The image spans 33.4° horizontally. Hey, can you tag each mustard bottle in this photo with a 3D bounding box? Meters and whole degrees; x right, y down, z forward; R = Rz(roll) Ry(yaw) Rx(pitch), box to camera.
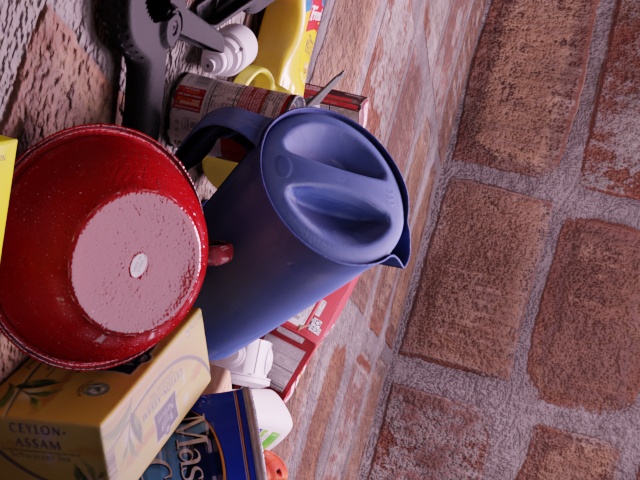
[{"bbox_3d":[-0.026,-0.230,1.071,0.096,0.058,0.191,29,75,-79],"label":"mustard bottle"}]

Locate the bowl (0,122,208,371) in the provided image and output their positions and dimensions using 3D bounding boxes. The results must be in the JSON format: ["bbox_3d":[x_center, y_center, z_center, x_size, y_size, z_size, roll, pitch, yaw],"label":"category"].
[{"bbox_3d":[-0.128,0.009,0.668,0.161,0.055,0.162,-9,104,-37],"label":"bowl"}]

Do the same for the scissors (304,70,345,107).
[{"bbox_3d":[-0.030,-0.123,1.041,0.202,0.096,0.016,117,-45,-82],"label":"scissors"}]

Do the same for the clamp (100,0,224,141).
[{"bbox_3d":[-0.123,-0.145,0.767,0.210,0.036,0.164,77,28,-61],"label":"clamp"}]

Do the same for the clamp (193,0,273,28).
[{"bbox_3d":[-0.043,-0.238,0.933,0.120,0.039,0.171,-35,-171,22],"label":"clamp"}]

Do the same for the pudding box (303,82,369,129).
[{"bbox_3d":[0.006,-0.126,1.268,0.039,0.090,0.113,-60,161,-48],"label":"pudding box"}]

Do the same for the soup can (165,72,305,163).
[{"bbox_3d":[-0.071,-0.100,0.901,0.068,0.102,0.068,14,90,-78],"label":"soup can"}]

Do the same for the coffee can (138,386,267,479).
[{"bbox_3d":[-0.114,0.173,0.814,0.103,0.140,0.103,171,-90,-84],"label":"coffee can"}]

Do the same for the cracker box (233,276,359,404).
[{"bbox_3d":[-0.021,0.091,1.271,0.164,0.072,0.214,-60,178,-34],"label":"cracker box"}]

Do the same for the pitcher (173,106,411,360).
[{"bbox_3d":[-0.056,0.001,0.864,0.243,0.144,0.149,-39,-116,47],"label":"pitcher"}]
